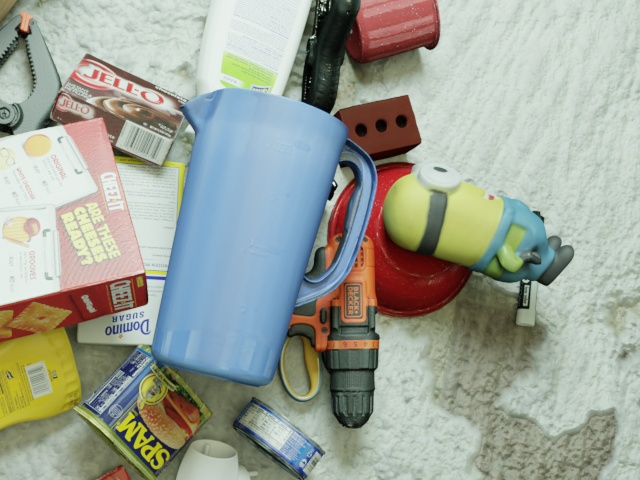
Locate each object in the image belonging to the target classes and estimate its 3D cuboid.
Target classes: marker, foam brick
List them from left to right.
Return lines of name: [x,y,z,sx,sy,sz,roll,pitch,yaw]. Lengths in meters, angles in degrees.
foam brick: [0.054,-0.109,1.075,0.078,0.051,0.053,-15,85,-16]
marker: [0.219,0.028,1.110,0.020,0.020,0.121,11,79,-12]

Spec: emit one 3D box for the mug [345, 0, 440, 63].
mug: [0.062,-0.238,1.074,0.081,0.093,0.117,-18,109,-11]

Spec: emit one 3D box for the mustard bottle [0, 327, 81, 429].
mustard bottle: [-0.309,0.132,0.923,0.191,0.058,0.096,-20,119,-25]

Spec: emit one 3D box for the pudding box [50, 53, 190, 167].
pudding box: [-0.186,-0.123,1.000,0.113,0.090,0.039,26,121,-11]

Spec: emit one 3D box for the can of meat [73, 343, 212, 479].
can of meat: [-0.157,0.156,0.964,0.084,0.058,0.102,-47,128,-19]

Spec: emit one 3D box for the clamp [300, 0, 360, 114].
clamp: [0.005,-0.195,1.043,0.039,0.172,0.120,10,43,-9]

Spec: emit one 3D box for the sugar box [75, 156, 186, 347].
sugar box: [-0.178,0.011,1.003,0.093,0.048,0.176,4,84,-13]

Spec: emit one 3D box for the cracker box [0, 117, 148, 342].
cracker box: [-0.269,-0.001,0.902,0.213,0.072,0.164,-13,62,-13]

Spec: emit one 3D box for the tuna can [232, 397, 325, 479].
tuna can: [-0.039,0.184,0.988,0.086,0.086,0.033,39,76,-5]

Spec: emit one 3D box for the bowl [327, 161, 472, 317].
bowl: [0.091,-0.006,1.066,0.162,0.055,0.162,2,81,-14]

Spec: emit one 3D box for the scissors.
scissors: [-0.001,0.058,1.051,0.096,0.016,0.202,3,78,-8]

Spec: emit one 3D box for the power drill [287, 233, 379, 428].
power drill: [-0.038,0.084,1.005,0.187,0.057,0.184,0,82,-5]

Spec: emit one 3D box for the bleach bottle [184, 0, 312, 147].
bleach bottle: [-0.080,-0.174,1.037,0.102,0.068,0.251,21,74,-13]

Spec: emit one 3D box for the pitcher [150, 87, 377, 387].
pitcher: [-0.056,0.001,0.927,0.149,0.144,0.243,10,82,26]

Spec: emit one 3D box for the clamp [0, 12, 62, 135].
clamp: [-0.305,-0.111,0.994,0.164,0.036,0.210,5,82,-15]
